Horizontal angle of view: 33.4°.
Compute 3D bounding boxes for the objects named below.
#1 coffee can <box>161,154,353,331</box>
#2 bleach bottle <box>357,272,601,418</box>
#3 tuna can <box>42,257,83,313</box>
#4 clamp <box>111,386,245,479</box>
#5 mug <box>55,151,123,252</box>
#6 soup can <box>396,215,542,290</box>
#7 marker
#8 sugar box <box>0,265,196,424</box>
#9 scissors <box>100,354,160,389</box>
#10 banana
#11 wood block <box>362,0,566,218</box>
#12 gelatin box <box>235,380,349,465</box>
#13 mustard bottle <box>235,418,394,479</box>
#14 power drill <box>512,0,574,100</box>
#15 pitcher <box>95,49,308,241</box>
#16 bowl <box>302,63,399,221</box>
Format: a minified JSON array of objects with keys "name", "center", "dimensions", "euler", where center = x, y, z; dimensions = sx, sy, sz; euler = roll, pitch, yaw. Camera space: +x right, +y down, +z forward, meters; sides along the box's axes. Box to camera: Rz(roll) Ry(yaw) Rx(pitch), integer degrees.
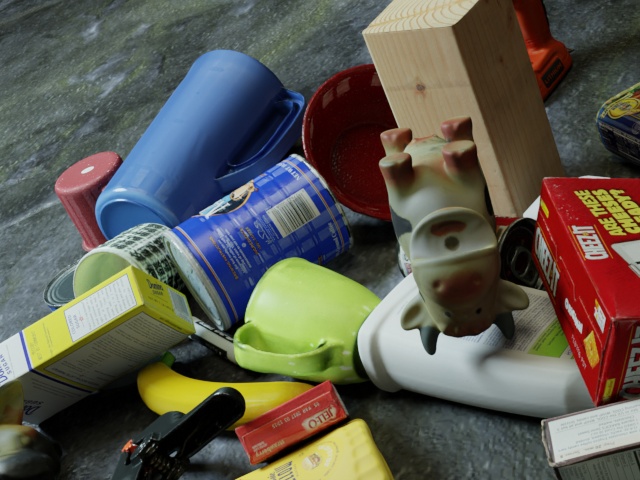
[{"name":"coffee can","center":[-0.056,0.001,0.959],"dimensions":[0.140,0.103,0.103],"euler":[-33,30,-14]},{"name":"bleach bottle","center":[0.150,0.081,0.719],"dimensions":[0.251,0.068,0.102],"euler":[12,46,44]},{"name":"tuna can","center":[-0.235,0.051,1.084],"dimensions":[0.086,0.033,0.086],"euler":[-19,30,11]},{"name":"clamp","center":[-0.118,0.163,0.752],"dimensions":[0.120,0.039,0.172],"euler":[-47,6,-29]},{"name":"mug","center":[-0.238,-0.042,1.186],"dimensions":[0.093,0.081,0.117],"euler":[-35,31,-18]},{"name":"soup can","center":[0.119,0.011,0.847],"dimensions":[0.102,0.068,0.068],"euler":[8,43,45]},{"name":"marker","center":[-0.083,0.091,0.920],"dimensions":[0.020,0.020,0.121],"euler":[-38,32,-22]},{"name":"sugar box","center":[-0.202,0.091,0.903],"dimensions":[0.176,0.093,0.048],"euler":[-28,62,12]},{"name":"scissors","center":[-0.233,0.117,0.994],"dimensions":[0.202,0.016,0.096],"euler":[-12,30,21]},{"name":"banana","center":[-0.090,0.122,0.858],"dimensions":[0.198,0.037,0.069],"euler":[8,43,44]},{"name":"wood block","center":[0.125,-0.106,0.890],"dimensions":[0.091,0.206,0.090],"euler":[4,40,39]},{"name":"gelatin box","center":[-0.018,0.129,0.754],"dimensions":[0.073,0.030,0.089],"euler":[-26,-9,-2]},{"name":"mustard bottle","center":[-0.043,0.188,0.694],"dimensions":[0.191,0.058,0.096],"euler":[-26,20,-1]},{"name":"power drill","center":[0.183,-0.225,1.057],"dimensions":[0.057,0.187,0.184],"euler":[6,40,40]},{"name":"pitcher","center":[-0.125,-0.086,1.133],"dimensions":[0.149,0.145,0.242],"euler":[-51,7,49]},{"name":"bowl","center":[0.057,-0.084,1.006],"dimensions":[0.162,0.162,0.055],"euler":[-38,-9,-21]}]
